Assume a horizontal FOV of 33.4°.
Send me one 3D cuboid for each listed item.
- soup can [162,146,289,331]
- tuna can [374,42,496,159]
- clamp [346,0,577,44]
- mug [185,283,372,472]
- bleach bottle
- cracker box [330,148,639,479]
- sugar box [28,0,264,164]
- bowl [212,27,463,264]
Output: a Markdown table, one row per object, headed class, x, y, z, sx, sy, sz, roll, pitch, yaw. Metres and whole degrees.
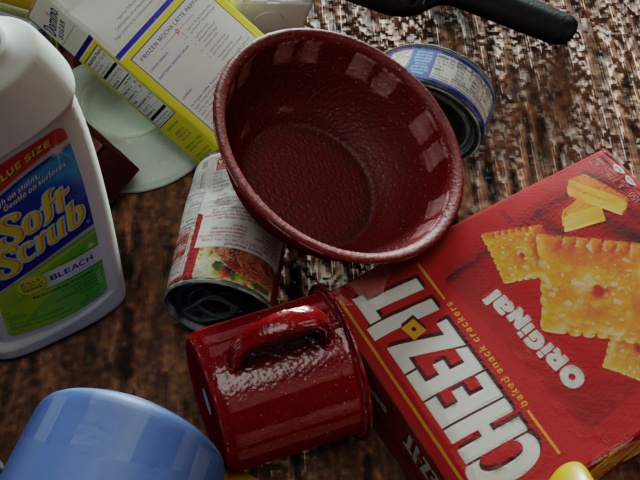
| class | x | y | z | sx | sy | sz | roll | pitch | yaw |
| --- | --- | --- | --- | --- | --- | --- | --- | --- | --- |
| soup can | -0.054 | 0.001 | 0.665 | 0.068 | 0.068 | 0.102 | 7 | 57 | 3 |
| tuna can | 0.072 | -0.090 | 0.714 | 0.086 | 0.086 | 0.033 | 17 | 60 | 10 |
| clamp | 0.075 | -0.211 | 0.795 | 0.209 | 0.036 | 0.164 | -2 | 52 | -24 |
| mug | -0.025 | 0.073 | 0.587 | 0.081 | 0.117 | 0.093 | -16 | 62 | -15 |
| bleach bottle | -0.170 | -0.031 | 0.574 | 0.102 | 0.251 | 0.068 | -25 | 61 | -16 |
| cracker box | 0.131 | 0.058 | 0.629 | 0.213 | 0.072 | 0.164 | -26 | 61 | -16 |
| sugar box | -0.096 | -0.126 | 0.714 | 0.176 | 0.048 | 0.093 | 40 | 61 | -9 |
| bowl | 0.004 | -0.047 | 0.641 | 0.162 | 0.055 | 0.162 | 12 | 58 | -20 |
